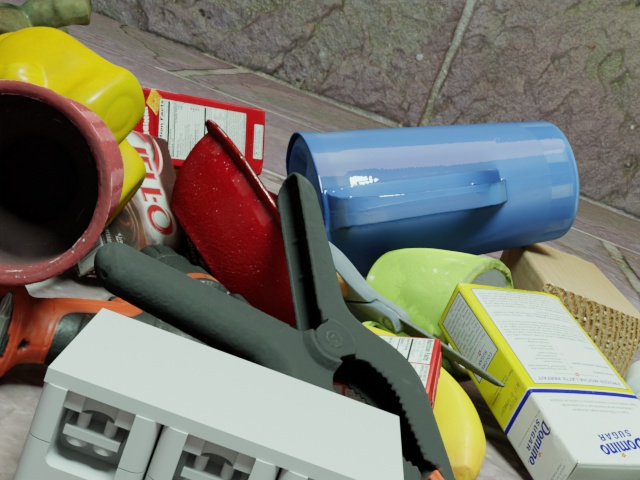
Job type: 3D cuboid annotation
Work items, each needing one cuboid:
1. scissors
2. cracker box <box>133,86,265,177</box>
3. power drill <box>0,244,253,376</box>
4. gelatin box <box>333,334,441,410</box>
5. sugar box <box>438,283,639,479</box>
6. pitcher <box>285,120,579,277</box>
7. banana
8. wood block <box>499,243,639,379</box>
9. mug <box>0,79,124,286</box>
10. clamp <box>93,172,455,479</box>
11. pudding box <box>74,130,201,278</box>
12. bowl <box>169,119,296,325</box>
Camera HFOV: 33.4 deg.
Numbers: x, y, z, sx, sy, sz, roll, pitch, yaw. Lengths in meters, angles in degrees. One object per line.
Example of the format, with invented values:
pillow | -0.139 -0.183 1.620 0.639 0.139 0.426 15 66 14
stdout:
scissors | 0.046 0.061 0.759 0.016 0.096 0.202 -39 63 -24
cracker box | -0.176 -0.091 0.946 0.164 0.072 0.213 1 1 33
power drill | -0.125 0.037 0.601 0.187 0.057 0.185 12 15 -36
gelatin box | 0.026 0.083 0.637 0.089 0.030 0.073 4 19 10
sugar box | 0.156 0.100 0.711 0.093 0.048 0.176 7 34 -25
pitcher | 0.098 -0.039 0.922 0.242 0.145 0.149 -8 49 -13
banana | 0.053 0.098 0.691 0.069 0.037 0.198 -17 29 -29
wood block | 0.205 0.068 0.937 0.091 0.090 0.206 20 11 -2
mug | -0.152 -0.027 0.517 0.117 0.093 0.081 -15 8 1
clamp | -0.012 0.059 0.553 0.164 0.036 0.210 -16 66 -46
pudding box | -0.139 -0.026 0.753 0.089 0.039 0.113 10 58 -50
bowl | -0.055 0.001 0.718 0.162 0.055 0.162 57 -7 10
